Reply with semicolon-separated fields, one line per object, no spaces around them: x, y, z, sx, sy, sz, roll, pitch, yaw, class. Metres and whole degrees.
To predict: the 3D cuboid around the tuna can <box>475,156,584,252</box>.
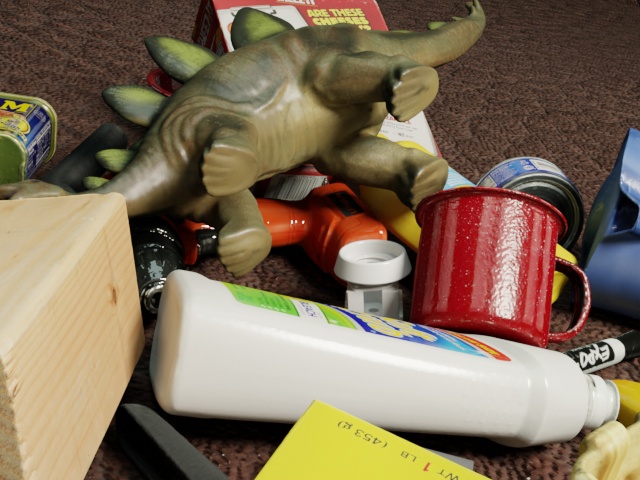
0.159;-0.019;0.824;0.086;0.086;0.034;6;24;-11;tuna can

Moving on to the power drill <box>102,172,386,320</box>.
-0.055;0.001;0.715;0.187;0.057;0.184;2;23;-19;power drill

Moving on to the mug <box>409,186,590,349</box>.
0.108;0.027;0.642;0.117;0.081;0.093;17;-24;-15;mug

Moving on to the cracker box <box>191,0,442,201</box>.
-0.006;-0.114;0.895;0.164;0.072;0.214;0;51;-25;cracker box

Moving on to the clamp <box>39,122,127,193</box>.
-0.197;-0.017;0.700;0.120;0.039;0.171;-23;25;19;clamp

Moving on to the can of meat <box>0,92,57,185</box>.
-0.262;-0.075;0.814;0.102;0.057;0.084;9;25;-2;can of meat

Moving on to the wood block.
-0.142;0.050;0.464;0.090;0.091;0.206;-4;16;3;wood block

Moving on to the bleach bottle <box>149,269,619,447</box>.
0.039;0.071;0.576;0.250;0.068;0.103;10;5;-15;bleach bottle

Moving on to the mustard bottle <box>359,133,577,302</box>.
0.086;-0.020;0.765;0.192;0.058;0.096;41;31;24;mustard bottle
